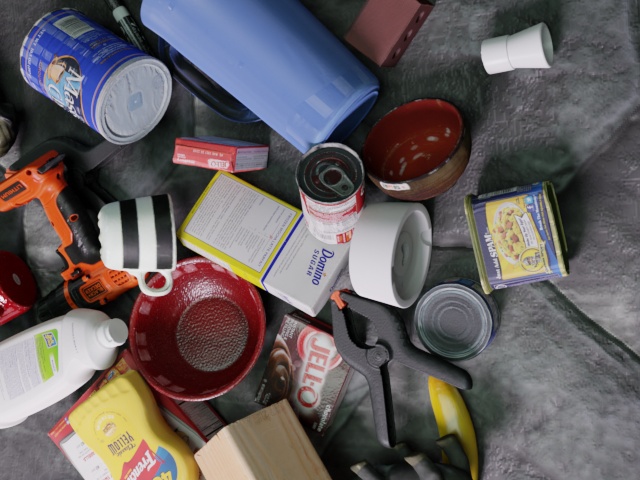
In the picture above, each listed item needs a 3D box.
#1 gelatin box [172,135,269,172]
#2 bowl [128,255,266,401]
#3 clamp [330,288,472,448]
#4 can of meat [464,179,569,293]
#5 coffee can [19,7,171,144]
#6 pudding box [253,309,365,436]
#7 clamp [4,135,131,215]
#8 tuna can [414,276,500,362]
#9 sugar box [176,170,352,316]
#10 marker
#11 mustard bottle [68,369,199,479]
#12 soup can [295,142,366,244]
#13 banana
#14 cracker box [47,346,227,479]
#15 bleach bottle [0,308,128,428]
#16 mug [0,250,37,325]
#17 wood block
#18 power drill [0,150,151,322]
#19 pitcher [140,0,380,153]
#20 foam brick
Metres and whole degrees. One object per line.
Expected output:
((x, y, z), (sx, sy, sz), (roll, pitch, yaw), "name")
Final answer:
((-0.107, -0.093, 1.158), (0.073, 0.089, 0.030), (11, 101, 20), "gelatin box")
((-0.131, 0.101, 1.198), (0.162, 0.055, 0.162), (-3, 77, 14), "bowl")
((0.062, 0.129, 1.114), (0.171, 0.039, 0.120), (46, 101, 17), "clamp")
((0.197, -0.005, 1.066), (0.084, 0.057, 0.102), (-12, 93, 21), "can of meat")
((-0.249, -0.183, 1.180), (0.140, 0.102, 0.103), (34, 109, 28), "coffee can")
((-0.012, 0.145, 1.180), (0.090, 0.039, 0.113), (24, 106, 16), "pudding box")
((-0.274, -0.064, 1.258), (0.210, 0.036, 0.164), (-2, 98, 21), "clamp")
((0.142, 0.083, 1.112), (0.086, 0.033, 0.086), (3, 99, 22), "tuna can")
((-0.058, 0.002, 1.158), (0.176, 0.048, 0.093), (29, 77, 14), "sugar box")
((-0.215, -0.237, 1.219), (0.020, 0.020, 0.121), (-33, 85, 22), "marker")
((-0.190, 0.245, 1.178), (0.096, 0.058, 0.191), (-38, 84, 17), "mustard bottle")
((0.013, -0.045, 1.088), (0.068, 0.102, 0.068), (-2, 65, 4), "soup can")
((0.135, 0.240, 1.135), (0.070, 0.037, 0.198), (11, 101, 20), "banana")
((-0.192, 0.248, 1.251), (0.214, 0.072, 0.164), (47, 111, 9), "cracker box")
((-0.313, 0.146, 1.253), (0.251, 0.067, 0.102), (-22, 80, 37), "bleach bottle")
((-0.401, 0.071, 1.291), (0.082, 0.117, 0.093), (-27, 125, 18), "mug")
((-0.037, 0.287, 1.132), (0.206, 0.090, 0.091), (59, 141, 14), "wood block")
((-0.307, 0.002, 1.246), (0.185, 0.057, 0.187), (-27, 105, 31), "power drill")
((-0.063, -0.194, 1.114), (0.243, 0.149, 0.145), (43, 85, 8), "pitcher")
((0.070, -0.223, 1.089), (0.051, 0.052, 0.078), (39, 110, 13), "foam brick")
